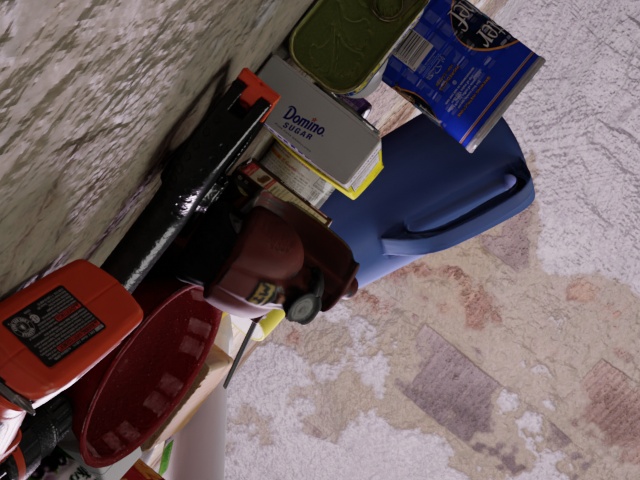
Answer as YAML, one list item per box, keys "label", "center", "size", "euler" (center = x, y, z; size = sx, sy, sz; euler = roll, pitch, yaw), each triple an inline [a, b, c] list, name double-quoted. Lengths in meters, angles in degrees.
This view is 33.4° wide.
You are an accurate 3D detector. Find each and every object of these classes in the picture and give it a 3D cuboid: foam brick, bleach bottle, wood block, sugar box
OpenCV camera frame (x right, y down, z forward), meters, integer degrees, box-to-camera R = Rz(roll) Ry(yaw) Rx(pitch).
- label: "foam brick"
  center: [-0.102, 0.025, 0.859]
  size: [0.051, 0.053, 0.078]
  euler: [-47, 174, -49]
- label: "bleach bottle"
  center: [-0.130, 0.170, 1.144]
  size: [0.103, 0.068, 0.251]
  euler: [121, -23, -52]
- label: "wood block"
  center: [-0.147, 0.121, 0.970]
  size: [0.091, 0.090, 0.206]
  euler: [-52, 176, -3]
- label: "sugar box"
  center: [-0.002, -0.076, 0.771]
  size: [0.048, 0.093, 0.176]
  euler: [-51, 176, 4]

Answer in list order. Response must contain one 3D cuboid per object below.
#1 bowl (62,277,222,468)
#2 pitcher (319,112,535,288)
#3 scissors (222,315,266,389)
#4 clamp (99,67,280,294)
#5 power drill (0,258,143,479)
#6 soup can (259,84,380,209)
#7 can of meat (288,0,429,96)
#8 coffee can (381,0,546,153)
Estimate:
- label: "bowl"
  center: [-0.141, 0.085, 0.790]
  size: [0.162, 0.055, 0.162]
  euler: [-51, 162, -24]
- label: "pitcher"
  center: [0.075, -0.033, 1.019]
  size: [0.242, 0.145, 0.149]
  euler: [-29, 169, -14]
- label: "scissors"
  center: [-0.057, 0.066, 1.081]
  size: [0.096, 0.016, 0.201]
  euler: [101, 12, -71]
- label: "clamp"
  center: [-0.083, -0.029, 0.648]
  size: [0.172, 0.039, 0.120]
  euler: [-54, -174, 42]
- label: "power drill"
  center: [-0.176, 0.098, 0.620]
  size: [0.188, 0.057, 0.184]
  euler: [-53, 176, 31]
- label: "soup can"
  center: [-0.005, -0.076, 0.930]
  size: [0.102, 0.068, 0.068]
  euler: [-51, 176, 8]
- label: "can of meat"
  center: [0.029, -0.147, 0.728]
  size: [0.102, 0.057, 0.084]
  euler: [-51, 179, 6]
- label: "coffee can"
  center: [0.110, -0.159, 0.934]
  size: [0.103, 0.140, 0.103]
  euler: [-51, 176, -5]
